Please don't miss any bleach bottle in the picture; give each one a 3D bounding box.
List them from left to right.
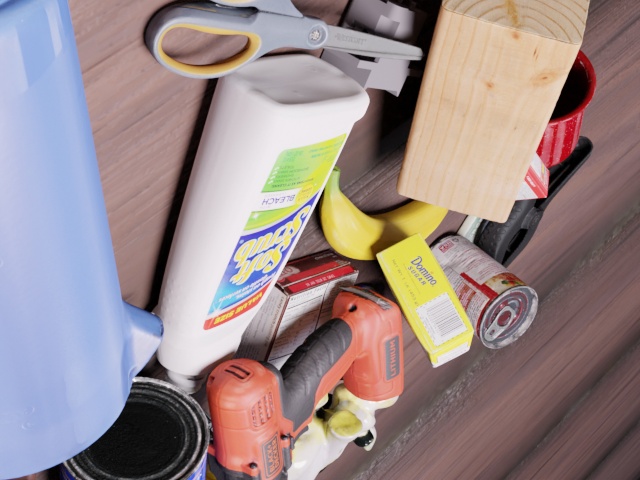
[{"bbox_3d":[-0.055,0.001,0.722,0.102,0.068,0.251,-18,139,-47],"label":"bleach bottle"}]

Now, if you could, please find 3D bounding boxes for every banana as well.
[{"bbox_3d":[0.051,-0.015,0.885,0.197,0.037,0.070,8,116,-58],"label":"banana"}]

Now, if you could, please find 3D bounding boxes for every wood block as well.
[{"bbox_3d":[0.119,-0.112,0.755,0.206,0.090,0.090,98,10,-59],"label":"wood block"}]

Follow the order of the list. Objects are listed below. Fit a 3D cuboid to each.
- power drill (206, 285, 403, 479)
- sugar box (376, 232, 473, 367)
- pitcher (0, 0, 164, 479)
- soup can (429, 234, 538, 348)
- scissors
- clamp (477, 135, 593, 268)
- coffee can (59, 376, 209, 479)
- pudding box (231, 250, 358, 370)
[{"bbox_3d":[-0.008,0.135,0.817,0.187,0.057,0.184,-39,137,-40],"label":"power drill"},{"bbox_3d":[0.092,0.055,0.913,0.048,0.093,0.176,-28,169,4],"label":"sugar box"},{"bbox_3d":[-0.169,-0.012,0.483,0.149,0.145,0.243,-46,151,-41],"label":"pitcher"},{"bbox_3d":[0.147,0.046,1.013,0.068,0.102,0.068,-19,129,-26],"label":"soup can"},{"bbox_3d":[-0.009,-0.141,0.631,0.201,0.016,0.096,-13,127,-32],"label":"scissors"},{"bbox_3d":[0.209,-0.036,1.063,0.120,0.039,0.172,-10,136,-42],"label":"clamp"},{"bbox_3d":[-0.134,0.182,0.764,0.102,0.103,0.140,-30,144,-36],"label":"coffee can"},{"bbox_3d":[-0.024,0.069,0.868,0.089,0.039,0.114,-16,133,-48],"label":"pudding box"}]
